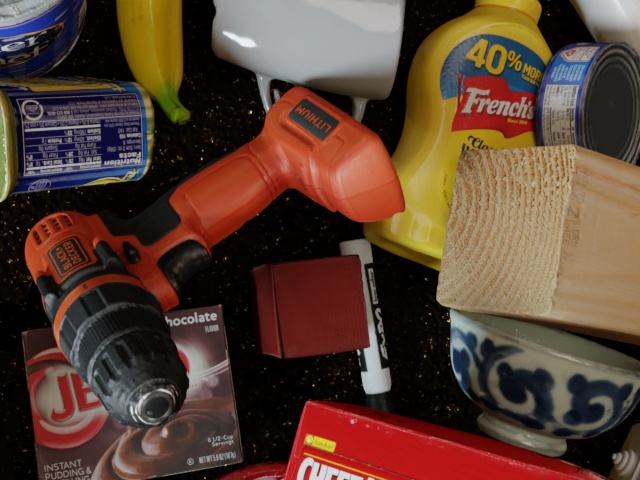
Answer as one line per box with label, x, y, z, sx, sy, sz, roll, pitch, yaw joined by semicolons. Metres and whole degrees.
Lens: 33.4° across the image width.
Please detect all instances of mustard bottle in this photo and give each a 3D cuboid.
mustard bottle;0.096;-0.077;0.649;0.096;0.058;0.191;20;81;-21

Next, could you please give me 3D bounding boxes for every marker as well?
marker;0.030;0.059;0.645;0.020;0.020;0.121;-9;89;-14

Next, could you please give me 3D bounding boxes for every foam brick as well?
foam brick;-0.008;0.038;0.607;0.051;0.078;0.053;-5;88;-13

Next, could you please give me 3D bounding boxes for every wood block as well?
wood block;0.178;0.013;0.616;0.205;0.091;0.090;13;84;-33

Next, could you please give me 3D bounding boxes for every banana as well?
banana;-0.086;-0.165;0.601;0.037;0.070;0.198;-6;102;-48

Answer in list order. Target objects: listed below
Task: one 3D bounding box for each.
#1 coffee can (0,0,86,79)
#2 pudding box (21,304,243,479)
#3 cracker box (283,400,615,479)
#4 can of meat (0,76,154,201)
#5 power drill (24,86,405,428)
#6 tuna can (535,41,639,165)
coffee can;-0.169;-0.143;0.546;0.102;0.140;0.103;1;86;-14
pudding box;-0.106;0.087;0.599;0.113;0.039;0.090;-7;88;-14
cracker box;0.104;0.143;0.534;0.213;0.164;0.072;27;76;-54
can of meat;-0.147;-0.057;0.556;0.083;0.102;0.057;-10;107;-39
power drill;-0.054;0.001;0.546;0.187;0.185;0.057;-31;126;-12
tuna can;0.166;-0.078;0.651;0.085;0.034;0.086;-10;104;-47
